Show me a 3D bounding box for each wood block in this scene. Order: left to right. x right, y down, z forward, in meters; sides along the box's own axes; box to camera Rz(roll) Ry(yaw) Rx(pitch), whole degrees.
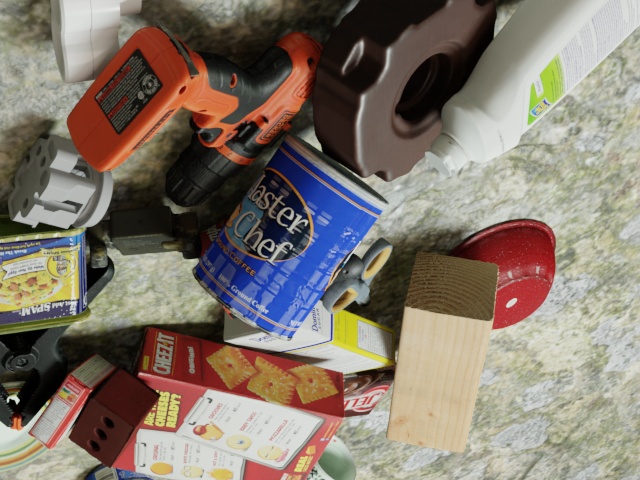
[{"bbox_3d":[0.130,0.123,1.151,0.090,0.090,0.206,10,130,7],"label":"wood block"}]

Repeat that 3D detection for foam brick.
[{"bbox_3d":[-0.198,0.169,1.022,0.078,0.053,0.051,-56,179,41],"label":"foam brick"}]

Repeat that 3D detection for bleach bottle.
[{"bbox_3d":[0.176,-0.153,0.848,0.250,0.068,0.102,-45,145,-7],"label":"bleach bottle"}]

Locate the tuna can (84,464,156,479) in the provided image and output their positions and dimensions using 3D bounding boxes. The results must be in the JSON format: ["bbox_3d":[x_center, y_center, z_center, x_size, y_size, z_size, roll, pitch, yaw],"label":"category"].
[{"bbox_3d":[-0.235,0.291,1.254,0.086,0.034,0.086,-16,143,-13],"label":"tuna can"}]

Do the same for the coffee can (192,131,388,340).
[{"bbox_3d":[-0.025,-0.003,0.881,0.102,0.103,0.140,28,100,-48],"label":"coffee can"}]

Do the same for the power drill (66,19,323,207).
[{"bbox_3d":[-0.098,-0.090,0.799,0.185,0.057,0.187,-45,162,25],"label":"power drill"}]

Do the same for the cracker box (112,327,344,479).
[{"bbox_3d":[-0.102,0.185,1.115,0.213,0.072,0.164,15,131,-13],"label":"cracker box"}]

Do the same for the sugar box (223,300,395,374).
[{"bbox_3d":[-0.008,0.098,1.113,0.094,0.048,0.176,-15,151,35],"label":"sugar box"}]

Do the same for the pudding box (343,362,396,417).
[{"bbox_3d":[0.026,0.172,1.255,0.113,0.039,0.090,0,137,-32],"label":"pudding box"}]

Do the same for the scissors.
[{"bbox_3d":[0.050,0.037,1.071,0.096,0.016,0.201,-50,167,11],"label":"scissors"}]

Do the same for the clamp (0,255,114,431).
[{"bbox_3d":[-0.268,0.094,0.978,0.164,0.036,0.210,-11,135,-19],"label":"clamp"}]

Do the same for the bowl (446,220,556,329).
[{"bbox_3d":[0.203,0.051,1.196,0.162,0.055,0.162,-16,142,-13],"label":"bowl"}]

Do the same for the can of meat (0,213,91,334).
[{"bbox_3d":[-0.242,0.025,0.876,0.101,0.057,0.084,-7,114,-25],"label":"can of meat"}]

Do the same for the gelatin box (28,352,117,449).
[{"bbox_3d":[-0.238,0.153,1.030,0.073,0.030,0.089,-54,-179,10],"label":"gelatin box"}]
